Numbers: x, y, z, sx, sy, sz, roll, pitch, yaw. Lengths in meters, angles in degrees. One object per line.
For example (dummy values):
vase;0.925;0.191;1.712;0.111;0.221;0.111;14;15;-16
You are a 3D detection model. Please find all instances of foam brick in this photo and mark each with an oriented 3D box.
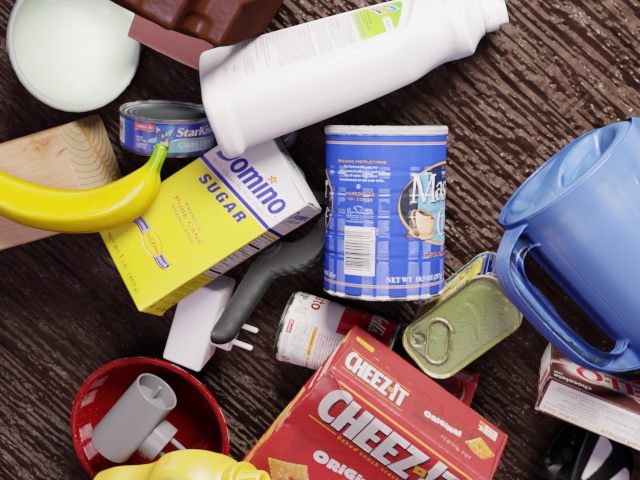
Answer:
foam brick;-0.118;-0.187;0.928;0.078;0.053;0.051;26;110;4

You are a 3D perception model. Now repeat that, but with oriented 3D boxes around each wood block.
wood block;-0.297;-0.042;0.992;0.206;0.090;0.091;-15;102;16

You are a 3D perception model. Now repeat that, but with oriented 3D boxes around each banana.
banana;-0.217;-0.040;0.910;0.198;0.037;0.069;-4;88;12

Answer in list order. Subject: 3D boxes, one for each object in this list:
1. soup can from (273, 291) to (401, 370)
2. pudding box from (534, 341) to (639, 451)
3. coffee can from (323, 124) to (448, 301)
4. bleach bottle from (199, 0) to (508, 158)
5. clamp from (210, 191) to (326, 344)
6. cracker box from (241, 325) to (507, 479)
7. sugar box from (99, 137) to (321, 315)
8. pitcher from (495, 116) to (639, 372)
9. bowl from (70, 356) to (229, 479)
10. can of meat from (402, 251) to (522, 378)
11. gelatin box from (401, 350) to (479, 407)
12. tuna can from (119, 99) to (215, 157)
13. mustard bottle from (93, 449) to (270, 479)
soup can;0.015;0.092;0.970;0.102;0.068;0.068;17;109;8
pudding box;0.244;0.133;0.916;0.113;0.090;0.039;19;110;7
coffee can;0.054;-0.026;0.897;0.103;0.102;0.140;2;97;12
bleach bottle;0.030;-0.148;0.867;0.251;0.102;0.068;-17;129;4
clamp;-0.056;0.001;0.958;0.171;0.039;0.120;-37;71;-5
cracker box;0.033;0.201;0.943;0.164;0.072;0.214;36;128;-1
sugar box;-0.097;-0.019;0.923;0.176;0.048;0.093;-34;73;11
pitcher;0.261;0.035;0.862;0.149;0.144;0.243;-38;97;26
bowl;-0.159;0.180;1.041;0.162;0.055;0.162;4;106;12
can of meat;0.126;0.062;0.926;0.102;0.084;0.057;-40;95;20
gelatin box;0.099;0.154;0.988;0.073;0.030;0.089;18;109;7
tuna can;-0.134;-0.099;0.940;0.086;0.086;0.034;8;109;11
mustard bottle;-0.119;0.232;0.956;0.192;0.058;0.096;-22;114;35
